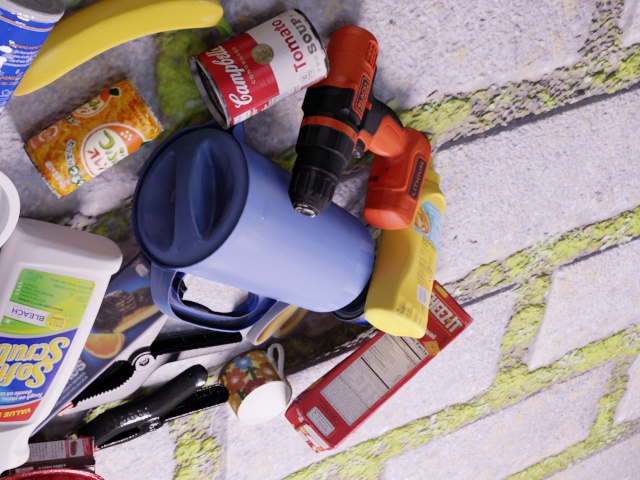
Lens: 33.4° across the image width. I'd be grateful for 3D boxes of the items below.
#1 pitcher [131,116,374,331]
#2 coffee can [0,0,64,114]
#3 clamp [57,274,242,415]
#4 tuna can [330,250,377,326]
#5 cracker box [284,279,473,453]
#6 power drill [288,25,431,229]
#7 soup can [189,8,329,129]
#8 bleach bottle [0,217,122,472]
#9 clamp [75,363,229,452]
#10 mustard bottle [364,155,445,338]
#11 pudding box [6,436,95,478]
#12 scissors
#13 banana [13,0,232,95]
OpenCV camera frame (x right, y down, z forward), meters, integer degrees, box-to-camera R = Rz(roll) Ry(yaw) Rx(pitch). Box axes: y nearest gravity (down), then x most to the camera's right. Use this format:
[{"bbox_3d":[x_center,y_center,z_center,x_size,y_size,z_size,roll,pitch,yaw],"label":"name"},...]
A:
[{"bbox_3d":[-0.057,0.001,1.012,0.149,0.145,0.242,-33,148,22],"label":"pitcher"},{"bbox_3d":[-0.259,-0.131,0.745,0.102,0.103,0.140,17,117,-46],"label":"coffee can"},{"bbox_3d":[-0.180,0.115,1.101,0.210,0.036,0.164,-37,142,-3],"label":"clamp"},{"bbox_3d":[0.044,0.050,1.174,0.033,0.086,0.086,14,119,-43],"label":"tuna can"},{"bbox_3d":[0.061,0.148,1.222,0.213,0.072,0.164,-41,174,-13],"label":"cracker box"},{"bbox_3d":[0.039,-0.080,1.004,0.187,0.057,0.184,45,58,-56],"label":"power drill"},{"bbox_3d":[-0.052,-0.148,0.916,0.102,0.069,0.068,-28,140,-12],"label":"soup can"},{"bbox_3d":[-0.262,0.111,0.950,0.102,0.068,0.251,15,103,-22],"label":"bleach bottle"},{"bbox_3d":[-0.182,0.180,1.141,0.171,0.039,0.120,-23,153,-10],"label":"clamp"},{"bbox_3d":[0.094,-0.001,1.121,0.096,0.058,0.191,39,59,-57],"label":"mustard bottle"},{"bbox_3d":[-0.285,0.254,1.130,0.090,0.039,0.114,-4,143,-18],"label":"pudding box"},{"bbox_3d":[0.000,0.045,1.170,0.201,0.016,0.096,-42,164,-2],"label":"scissors"},{"bbox_3d":[-0.155,-0.165,0.845,0.197,0.037,0.070,-19,137,-23],"label":"banana"}]
